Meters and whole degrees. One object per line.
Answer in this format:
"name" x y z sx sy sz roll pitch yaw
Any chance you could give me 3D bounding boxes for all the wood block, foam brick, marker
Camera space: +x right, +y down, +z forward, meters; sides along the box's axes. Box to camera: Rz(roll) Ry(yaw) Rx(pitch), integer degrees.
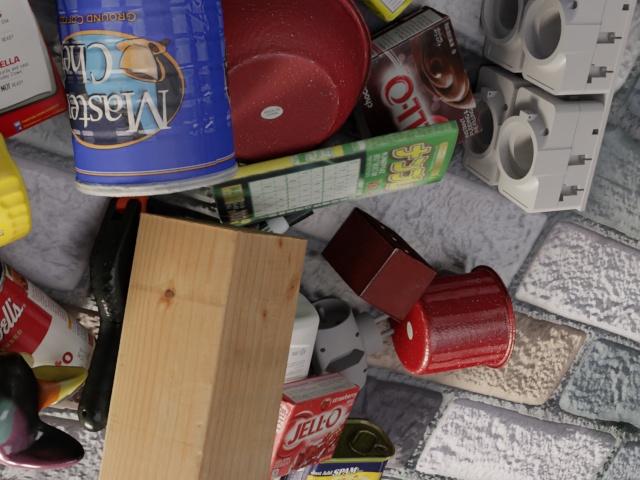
"wood block" -0.084 0.091 0.756 0.090 0.091 0.206 7 93 -60
"foam brick" 0.047 0.019 0.874 0.053 0.078 0.051 32 100 -36
"marker" -0.056 0.001 0.847 0.121 0.020 0.020 -34 127 -7

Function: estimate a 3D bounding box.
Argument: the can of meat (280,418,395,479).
"can of meat" 0.007 0.213 0.973 0.101 0.057 0.084 5 116 -29

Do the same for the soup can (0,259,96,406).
"soup can" -0.218 0.067 0.767 0.068 0.069 0.102 -43 128 -1

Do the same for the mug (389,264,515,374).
"mug" 0.109 0.077 0.941 0.081 0.093 0.117 -7 155 -19

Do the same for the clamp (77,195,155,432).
"clamp" -0.143 0.053 0.781 0.039 0.120 0.171 -1 106 20

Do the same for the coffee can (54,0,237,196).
"coffee can" -0.108 -0.106 0.661 0.102 0.103 0.140 -10 105 -23

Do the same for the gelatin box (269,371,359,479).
"gelatin box" -0.014 0.150 0.868 0.089 0.030 0.073 -4 120 -52

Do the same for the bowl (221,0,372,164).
"bowl" -0.037 -0.107 0.744 0.162 0.055 0.162 -7 134 -7

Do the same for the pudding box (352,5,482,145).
"pudding box" 0.070 -0.114 0.837 0.090 0.039 0.113 -30 126 -9
